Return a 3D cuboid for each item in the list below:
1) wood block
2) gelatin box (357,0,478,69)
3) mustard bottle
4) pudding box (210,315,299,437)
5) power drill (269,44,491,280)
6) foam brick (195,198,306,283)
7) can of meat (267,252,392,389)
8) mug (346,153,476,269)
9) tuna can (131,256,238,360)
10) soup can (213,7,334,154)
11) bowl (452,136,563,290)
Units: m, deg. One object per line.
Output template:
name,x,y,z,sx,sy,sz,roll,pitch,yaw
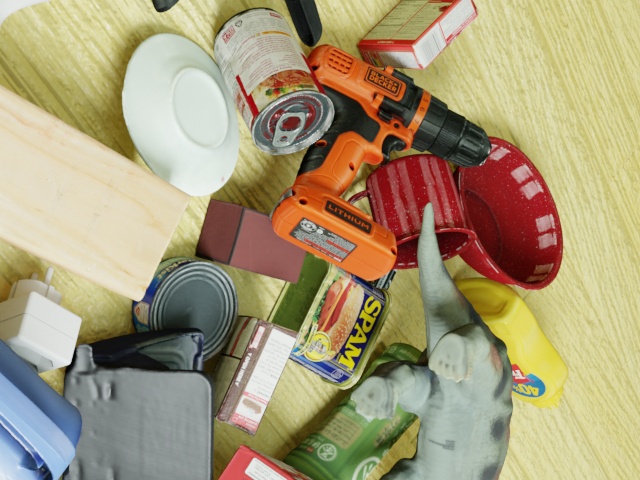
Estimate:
wood block,-0.207,-0.043,0.744,0.205,0.091,0.090,32,79,-40
gelatin box,0.089,-0.193,0.975,0.089,0.073,0.030,-46,125,-25
mustard bottle,0.208,0.119,1.122,0.058,0.096,0.191,-54,127,-19
pudding box,-0.062,0.109,0.884,0.039,0.114,0.090,25,81,-10
power drill,0.049,-0.062,0.906,0.184,0.057,0.187,25,56,-8
foam brick,-0.056,0.001,0.905,0.078,0.053,0.051,18,87,-41
can of meat,0.006,0.071,0.970,0.083,0.058,0.102,34,76,-36
mug,0.077,-0.025,0.984,0.117,0.093,0.081,-11,70,-6
tuna can,-0.112,0.057,0.882,0.085,0.034,0.086,-9,105,-38
soup can,-0.039,-0.128,0.850,0.068,0.102,0.068,-18,147,-12
bowl,0.174,-0.020,1.070,0.161,0.055,0.162,20,59,-37
